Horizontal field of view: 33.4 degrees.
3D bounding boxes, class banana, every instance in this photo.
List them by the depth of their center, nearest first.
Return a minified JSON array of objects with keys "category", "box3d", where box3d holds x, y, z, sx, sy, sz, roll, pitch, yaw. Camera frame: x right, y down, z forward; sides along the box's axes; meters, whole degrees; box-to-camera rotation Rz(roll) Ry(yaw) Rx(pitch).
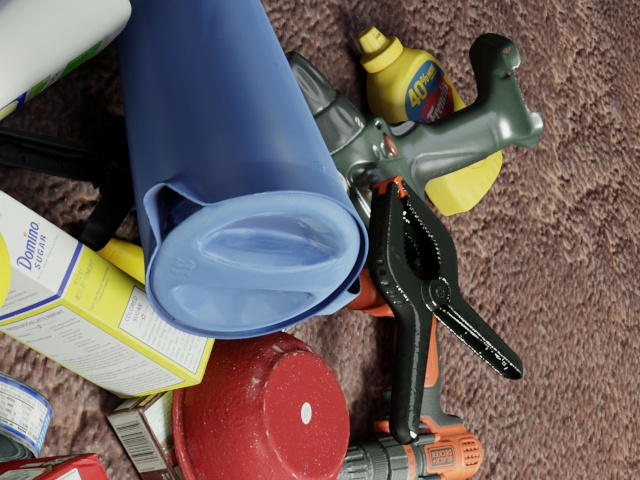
[{"category":"banana","box3d":[-0.085,0.032,0.797,0.197,0.037,0.070,4,48,-48]}]

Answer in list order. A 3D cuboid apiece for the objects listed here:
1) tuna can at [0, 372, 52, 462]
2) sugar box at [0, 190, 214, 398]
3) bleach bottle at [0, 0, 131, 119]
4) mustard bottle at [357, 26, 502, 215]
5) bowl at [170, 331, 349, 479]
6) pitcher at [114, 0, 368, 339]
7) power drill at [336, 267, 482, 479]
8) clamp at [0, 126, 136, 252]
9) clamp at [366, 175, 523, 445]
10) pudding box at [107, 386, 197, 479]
[{"category":"tuna can","box3d":[-0.200,0.101,0.616,0.086,0.086,0.033,35,53,-34]},{"category":"sugar box","box3d":[-0.161,0.039,0.671,0.176,0.094,0.048,40,51,-31]},{"category":"bleach bottle","box3d":[-0.228,-0.082,0.645,0.068,0.103,0.250,51,58,-15]},{"category":"mustard bottle","box3d":[0.096,-0.123,1.015,0.191,0.058,0.096,51,53,-21]},{"category":"bowl","box3d":[-0.028,0.128,0.753,0.161,0.055,0.162,24,57,-45]},{"category":"pitcher","box3d":[-0.058,-0.063,0.697,0.145,0.149,0.243,-8,51,-12]},{"category":"power drill","box3d":[0.058,0.119,0.901,0.184,0.057,0.187,5,76,-45]},{"category":"clamp","box3d":[-0.150,-0.051,0.737,0.120,0.039,0.171,41,27,11]},{"category":"clamp","box3d":[0.095,0.048,0.888,0.164,0.036,0.210,-10,85,-43]},{"category":"pudding box","box3d":[-0.086,0.144,0.755,0.089,0.039,0.113,-40,109,-48]}]
